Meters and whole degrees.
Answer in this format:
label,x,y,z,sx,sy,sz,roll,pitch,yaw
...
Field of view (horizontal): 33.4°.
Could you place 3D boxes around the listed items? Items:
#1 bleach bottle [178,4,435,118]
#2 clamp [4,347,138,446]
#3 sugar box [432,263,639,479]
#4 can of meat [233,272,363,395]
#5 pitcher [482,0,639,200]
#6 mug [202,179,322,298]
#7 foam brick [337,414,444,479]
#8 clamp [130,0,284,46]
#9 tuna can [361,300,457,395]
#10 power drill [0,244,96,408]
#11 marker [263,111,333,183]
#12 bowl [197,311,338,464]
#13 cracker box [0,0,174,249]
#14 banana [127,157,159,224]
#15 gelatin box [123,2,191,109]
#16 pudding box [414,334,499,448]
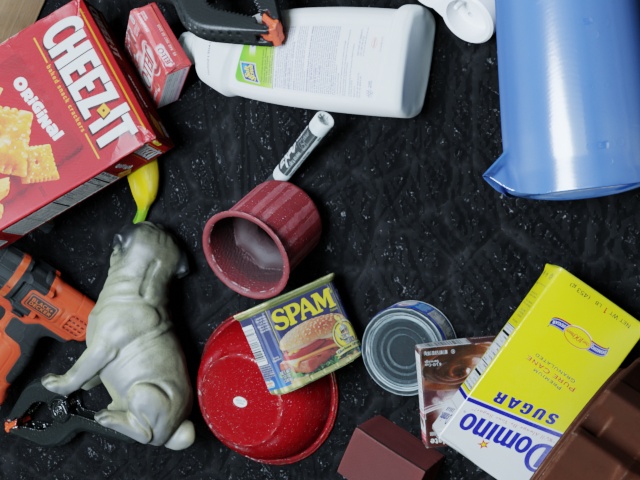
label,x,y,z,sx,sy,sz,roll,pitch,yaw
bleach bottle,-0.024,-0.176,0.994,0.251,0.068,0.102,12,98,27
clamp,-0.277,0.172,1.177,0.172,0.039,0.120,-11,85,20
sugar box,0.182,0.116,0.898,0.093,0.048,0.176,34,91,-4
can of meat,-0.018,0.088,1.004,0.058,0.101,0.084,-25,88,60
pitcher,0.212,-0.155,0.853,0.145,0.148,0.243,-5,91,41
mug,-0.057,0.001,1.013,0.093,0.081,0.117,44,133,0
foam brick,0.066,0.210,1.005,0.078,0.051,0.053,31,110,20
clamp,-0.118,-0.238,0.990,0.164,0.036,0.210,-40,64,-6
tuna can,0.082,0.100,0.992,0.086,0.033,0.086,4,98,26
power drill,-0.355,0.089,1.145,0.184,0.057,0.188,37,112,-18
marker,-0.024,-0.078,1.008,0.020,0.020,0.121,53,136,11
bowl,-0.066,0.152,1.060,0.162,0.055,0.162,4,99,26
cracker box,-0.280,-0.113,1.057,0.214,0.072,0.164,-30,84,6
banana,-0.215,-0.115,1.108,0.070,0.037,0.198,-30,83,24
gelatin box,-0.163,-0.181,1.050,0.073,0.030,0.089,61,159,7
pudding box,0.143,0.131,0.941,0.113,0.039,0.090,-5,94,1
